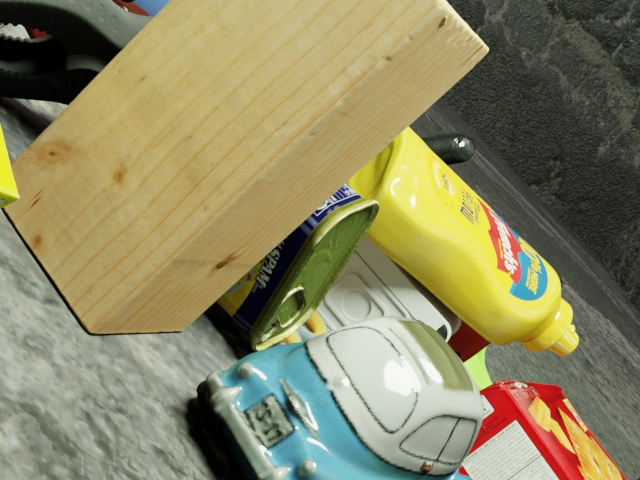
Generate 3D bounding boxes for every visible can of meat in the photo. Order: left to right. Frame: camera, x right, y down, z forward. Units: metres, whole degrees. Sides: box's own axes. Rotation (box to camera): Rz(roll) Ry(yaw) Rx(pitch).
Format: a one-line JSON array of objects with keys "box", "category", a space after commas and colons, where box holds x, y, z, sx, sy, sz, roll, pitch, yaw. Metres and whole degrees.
[{"box": [-0.031, -0.006, 0.575, 0.084, 0.102, 0.057, 42, 33, 17], "category": "can of meat"}]

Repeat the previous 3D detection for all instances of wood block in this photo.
[{"box": [-0.036, -0.056, 0.489, 0.090, 0.206, 0.090, 52, 15, 17], "category": "wood block"}]

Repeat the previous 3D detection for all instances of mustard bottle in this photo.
[{"box": [0.099, 0.012, 0.690, 0.191, 0.058, 0.096, 41, 28, -19], "category": "mustard bottle"}]

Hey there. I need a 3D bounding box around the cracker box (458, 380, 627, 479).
[{"box": [0.187, 0.201, 0.748, 0.214, 0.072, 0.164, 55, 16, 24], "category": "cracker box"}]

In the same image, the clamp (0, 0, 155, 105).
[{"box": [-0.125, -0.091, 0.561, 0.209, 0.165, 0.036, 11, 60, -33], "category": "clamp"}]
